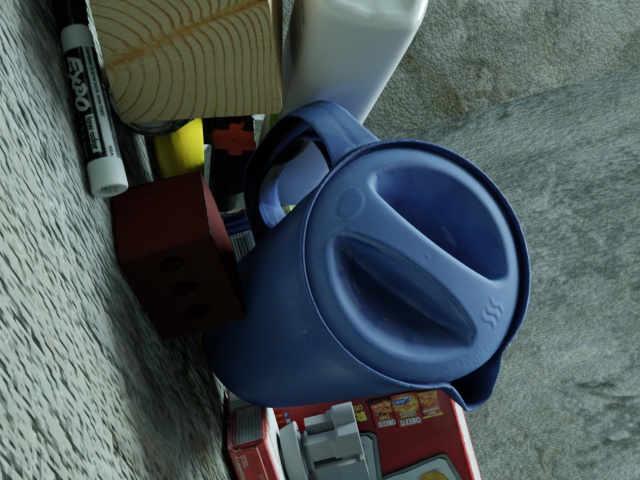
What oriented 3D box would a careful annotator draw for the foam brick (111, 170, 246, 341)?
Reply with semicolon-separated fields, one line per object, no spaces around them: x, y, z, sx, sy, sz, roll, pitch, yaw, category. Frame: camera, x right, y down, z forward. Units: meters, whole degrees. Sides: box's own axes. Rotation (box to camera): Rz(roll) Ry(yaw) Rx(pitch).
-0.078;0.009;0.599;0.078;0.053;0.051;71;5;-49;foam brick

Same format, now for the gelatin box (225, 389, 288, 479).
-0.044;0.151;0.757;0.089;0.030;0.073;-101;176;-67;gelatin box

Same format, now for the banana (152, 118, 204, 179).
-0.109;-0.089;0.801;0.198;0.037;0.070;-101;-166;-48;banana

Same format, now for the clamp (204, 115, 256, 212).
-0.067;-0.096;0.787;0.210;0.036;0.164;-139;-129;-81;clamp

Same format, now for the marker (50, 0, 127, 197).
-0.123;-0.081;0.560;0.020;0.020;0.121;65;9;-75;marker

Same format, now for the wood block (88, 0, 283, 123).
-0.069;-0.172;0.612;0.090;0.091;0.206;84;4;-49;wood block

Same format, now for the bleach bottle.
0.000;-0.099;0.667;0.251;0.068;0.102;118;-21;-62;bleach bottle

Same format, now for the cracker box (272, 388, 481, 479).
0.045;0.195;0.863;0.072;0.164;0.213;-78;154;-63;cracker box

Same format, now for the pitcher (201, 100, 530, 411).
0.004;0.028;0.653;0.243;0.144;0.149;148;-42;-63;pitcher

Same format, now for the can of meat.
-0.055;0.001;0.817;0.102;0.084;0.057;-56;130;-87;can of meat
